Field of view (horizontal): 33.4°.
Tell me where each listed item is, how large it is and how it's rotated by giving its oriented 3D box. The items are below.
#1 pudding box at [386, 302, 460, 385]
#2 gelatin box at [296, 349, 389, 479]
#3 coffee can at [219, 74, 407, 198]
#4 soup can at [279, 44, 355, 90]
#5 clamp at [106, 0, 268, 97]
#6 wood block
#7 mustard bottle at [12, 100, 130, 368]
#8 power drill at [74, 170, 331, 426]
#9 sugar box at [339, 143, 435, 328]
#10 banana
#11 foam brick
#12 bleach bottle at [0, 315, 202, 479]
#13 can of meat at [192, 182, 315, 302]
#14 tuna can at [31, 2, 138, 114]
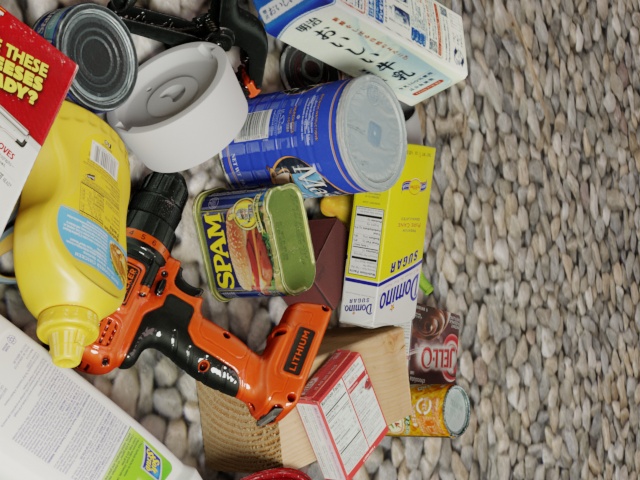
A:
[{"bbox_3d":[0.114,0.120,1.191,0.113,0.039,0.090,18,73,-51],"label":"pudding box"},{"bbox_3d":[0.018,0.150,0.917,0.073,0.030,0.089,-44,122,-44],"label":"gelatin box"},{"bbox_3d":[-0.007,-0.089,0.964,0.102,0.141,0.103,7,81,-53],"label":"coffee can"},{"bbox_3d":[0.015,-0.181,1.064,0.102,0.069,0.068,-38,116,-49],"label":"soup can"},{"bbox_3d":[-0.086,-0.184,0.901,0.171,0.120,0.039,34,29,-55],"label":"clamp"},{"bbox_3d":[-0.010,0.141,0.982,0.205,0.090,0.091,-12,96,-54],"label":"wood block"},{"bbox_3d":[-0.174,0.000,0.752,0.096,0.058,0.191,48,30,-52],"label":"mustard bottle"},{"bbox_3d":[-0.090,0.049,0.844,0.187,0.057,0.184,26,61,-9],"label":"power drill"},{"bbox_3d":[0.066,-0.007,1.035,0.093,0.048,0.176,-3,99,-59],"label":"sugar box"},{"bbox_3d":[0.055,-0.011,1.108,0.037,0.070,0.197,-49,132,6],"label":"banana"},{"bbox_3d":[-0.004,0.023,1.032,0.053,0.051,0.078,55,46,-33],"label":"foam brick"},{"bbox_3d":[-0.161,0.158,0.725,0.250,0.068,0.102,42,46,-16],"label":"bleach bottle"},{"bbox_3d":[-0.056,0.001,0.937,0.057,0.084,0.102,-23,106,-52],"label":"can of meat"},{"bbox_3d":[-0.182,-0.139,0.824,0.085,0.034,0.086,7,81,-53],"label":"tuna can"}]
